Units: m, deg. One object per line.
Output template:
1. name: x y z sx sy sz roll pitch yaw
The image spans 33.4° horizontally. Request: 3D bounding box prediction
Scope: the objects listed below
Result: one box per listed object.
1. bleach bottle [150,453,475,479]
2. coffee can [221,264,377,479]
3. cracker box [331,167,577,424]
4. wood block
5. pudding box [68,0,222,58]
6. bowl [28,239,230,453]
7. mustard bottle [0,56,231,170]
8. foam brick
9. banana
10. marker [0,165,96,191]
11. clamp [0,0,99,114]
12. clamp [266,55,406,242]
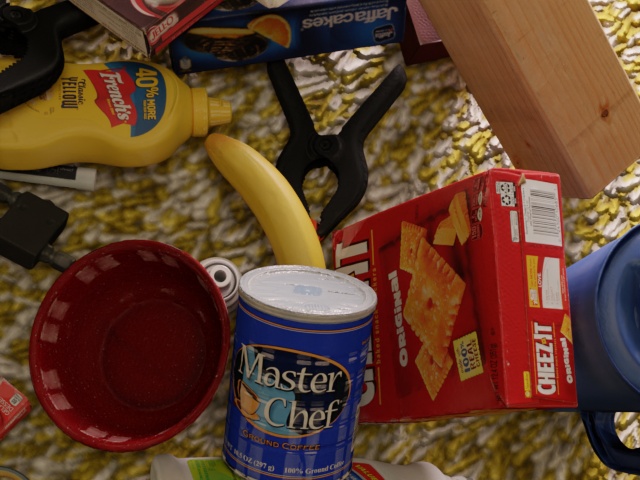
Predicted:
1. bleach bottle: 0.000 0.203 0.824 0.250 0.103 0.068 -2 115 -17
2. coffee can: -0.017 0.101 0.801 0.102 0.103 0.140 4 107 -9
3. cracker box: 0.089 0.051 0.797 0.072 0.214 0.164 5 76 -30
4. wood block: 0.182 -0.144 0.888 0.090 0.090 0.206 -39 109 -16
5. pudding box: -0.143 -0.205 0.843 0.114 0.039 0.090 35 63 22
6. bowl: -0.139 0.083 0.822 0.162 0.055 0.162 -4 74 12
7. mustard bottle: -0.168 -0.104 0.869 0.191 0.058 0.096 -1 56 -11
8. foam brick: 0.109 -0.193 0.943 0.078 0.051 0.053 -13 81 -12
9. banana: -0.037 -0.001 0.863 0.070 0.037 0.198 -17 87 9
10. marker: -0.244 -0.056 0.868 0.121 0.020 0.020 7 77 -9
11. clamp: -0.232 -0.168 0.849 0.164 0.036 0.210 10 48 -10
12. clamp: -0.005 -0.084 0.907 0.120 0.039 0.171 15 77 11
